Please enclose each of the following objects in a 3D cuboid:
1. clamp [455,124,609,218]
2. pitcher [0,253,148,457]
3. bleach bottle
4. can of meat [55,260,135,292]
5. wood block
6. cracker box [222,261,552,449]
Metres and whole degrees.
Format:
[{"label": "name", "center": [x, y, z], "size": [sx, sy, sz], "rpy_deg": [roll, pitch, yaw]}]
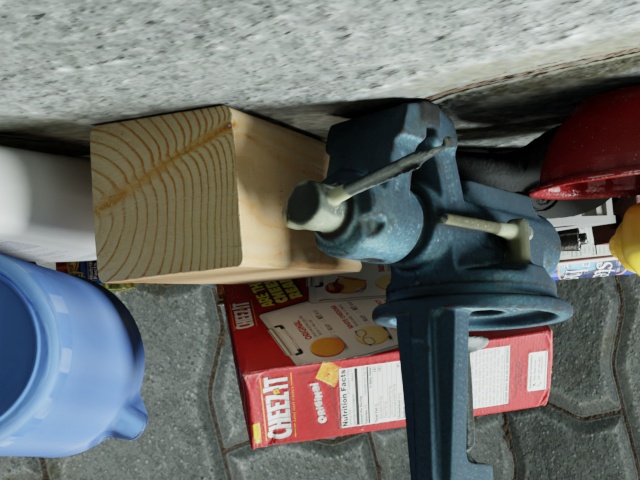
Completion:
[{"label": "clamp", "center": [0.145, -0.032, 0.743], "size": [0.171, 0.039, 0.120], "rpy_deg": [-11, 144, 0]}, {"label": "pitcher", "center": [-0.199, 0.067, 0.661], "size": [0.149, 0.145, 0.243], "rpy_deg": [-9, 171, -3]}, {"label": "bleach bottle", "center": [-0.209, -0.028, 0.588], "size": [0.103, 0.068, 0.250], "rpy_deg": [-4, 175, 19]}, {"label": "can of meat", "center": [-0.188, 0.002, 0.879], "size": [0.057, 0.084, 0.102], "rpy_deg": [-3, 176, -24]}, {"label": "wood block", "center": [-0.051, -0.021, 0.675], "size": [0.091, 0.090, 0.205], "rpy_deg": [-6, 175, 20]}, {"label": "cracker box", "center": [0.041, 0.069, 0.787], "size": [0.213, 0.072, 0.164], "rpy_deg": [-8, -155, -7]}]
